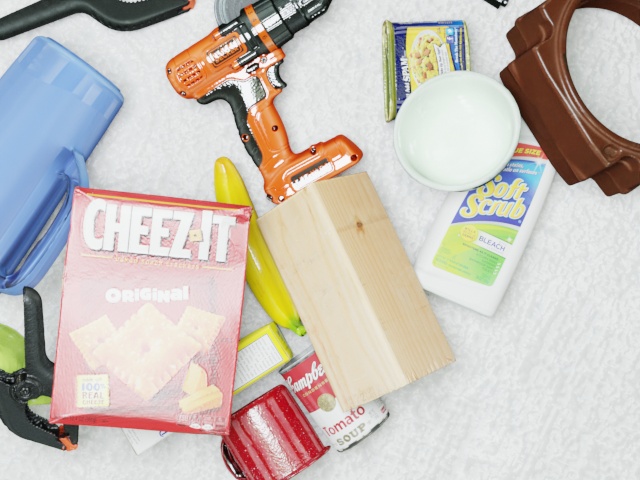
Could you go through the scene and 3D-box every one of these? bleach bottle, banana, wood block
[{"bbox_3d":[0.177,-0.054,1.079,0.102,0.068,0.251,23,87,4],"label":"bleach bottle"},{"bbox_3d":[-0.062,0.011,1.080,0.037,0.070,0.198,-23,82,-28],"label":"banana"},{"bbox_3d":[0.034,0.048,1.037,0.090,0.090,0.206,-32,79,41],"label":"wood block"}]

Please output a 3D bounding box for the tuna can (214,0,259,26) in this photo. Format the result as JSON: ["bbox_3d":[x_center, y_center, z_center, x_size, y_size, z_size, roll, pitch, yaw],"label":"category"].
[{"bbox_3d":[-0.066,-0.237,1.097,0.086,0.034,0.086,0,89,1],"label":"tuna can"}]

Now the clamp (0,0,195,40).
[{"bbox_3d":[-0.232,-0.278,1.099,0.210,0.036,0.164,4,83,-2],"label":"clamp"}]

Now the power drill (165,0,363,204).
[{"bbox_3d":[-0.035,-0.145,1.063,0.184,0.057,0.187,-30,99,10],"label":"power drill"}]

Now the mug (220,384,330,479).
[{"bbox_3d":[-0.057,0.203,1.072,0.117,0.093,0.081,-36,84,38],"label":"mug"}]

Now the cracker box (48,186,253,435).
[{"bbox_3d":[-0.153,0.065,0.978,0.164,0.072,0.214,6,89,-6],"label":"cracker box"}]

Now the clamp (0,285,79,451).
[{"bbox_3d":[-0.290,0.135,1.008,0.120,0.039,0.171,-20,112,1],"label":"clamp"}]

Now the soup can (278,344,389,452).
[{"bbox_3d":[0.014,0.153,1.076,0.068,0.068,0.102,-36,90,0],"label":"soup can"}]

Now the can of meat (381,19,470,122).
[{"bbox_3d":[0.107,-0.173,1.083,0.084,0.057,0.102,-2,90,-2],"label":"can of meat"}]

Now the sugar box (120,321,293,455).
[{"bbox_3d":[-0.112,0.145,1.065,0.176,0.093,0.048,-30,87,0],"label":"sugar box"}]

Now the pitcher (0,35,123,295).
[{"bbox_3d":[-0.297,-0.072,1.052,0.149,0.145,0.243,37,87,-18],"label":"pitcher"}]
